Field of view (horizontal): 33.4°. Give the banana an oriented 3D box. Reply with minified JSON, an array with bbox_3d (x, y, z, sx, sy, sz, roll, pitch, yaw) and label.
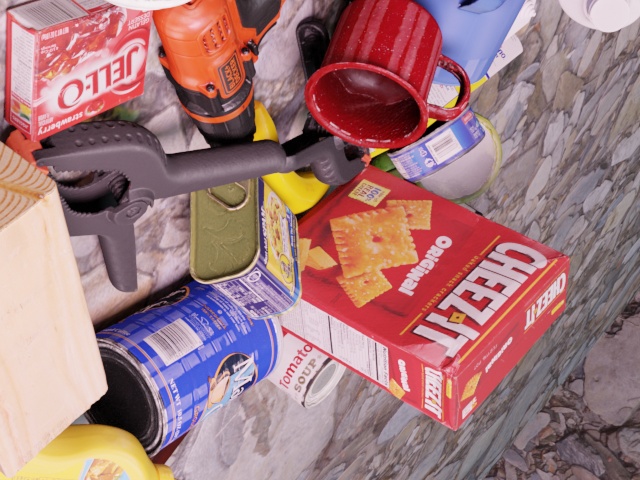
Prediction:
[{"bbox_3d":[-0.033,-0.060,0.889,0.197,0.037,0.069,25,77,-70],"label":"banana"}]

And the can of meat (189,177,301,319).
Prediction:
[{"bbox_3d":[-0.055,0.001,0.821,0.083,0.057,0.102,47,34,-54],"label":"can of meat"}]

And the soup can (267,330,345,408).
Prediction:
[{"bbox_3d":[-0.032,0.106,1.029,0.068,0.102,0.068,-43,155,-26],"label":"soup can"}]

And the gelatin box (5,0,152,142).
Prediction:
[{"bbox_3d":[-0.137,-0.106,0.613,0.089,0.030,0.073,-33,149,-42],"label":"gelatin box"}]

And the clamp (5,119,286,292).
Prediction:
[{"bbox_3d":[-0.134,-0.025,0.704,0.165,0.036,0.209,-42,154,21],"label":"clamp"}]

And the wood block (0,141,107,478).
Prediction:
[{"bbox_3d":[-0.196,0.037,0.617,0.090,0.091,0.206,-43,155,-29],"label":"wood block"}]

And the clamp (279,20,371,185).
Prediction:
[{"bbox_3d":[0.001,-0.084,0.863,0.120,0.039,0.171,-67,153,-16],"label":"clamp"}]

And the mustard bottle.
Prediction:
[{"bbox_3d":[-0.180,0.171,0.755,0.191,0.058,0.096,14,115,-29],"label":"mustard bottle"}]

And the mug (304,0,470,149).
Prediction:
[{"bbox_3d":[0.055,-0.125,0.792,0.093,0.117,0.081,99,9,-59],"label":"mug"}]

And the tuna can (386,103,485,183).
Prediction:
[{"bbox_3d":[0.104,-0.087,0.954,0.086,0.034,0.086,-32,-171,6],"label":"tuna can"}]

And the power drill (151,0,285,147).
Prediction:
[{"bbox_3d":[-0.029,-0.158,0.723,0.187,0.057,0.184,-50,164,-14],"label":"power drill"}]

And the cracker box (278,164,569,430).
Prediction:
[{"bbox_3d":[0.072,0.036,0.889,0.164,0.214,0.072,-41,142,-31],"label":"cracker box"}]

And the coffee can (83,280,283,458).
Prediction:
[{"bbox_3d":[-0.112,0.095,0.851,0.140,0.103,0.103,-30,147,-46],"label":"coffee can"}]
